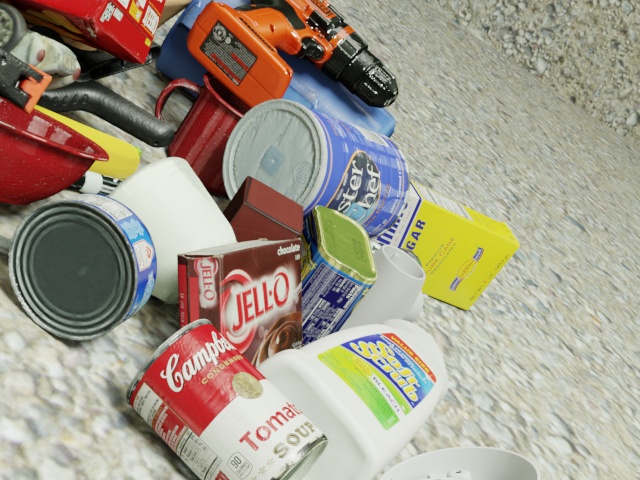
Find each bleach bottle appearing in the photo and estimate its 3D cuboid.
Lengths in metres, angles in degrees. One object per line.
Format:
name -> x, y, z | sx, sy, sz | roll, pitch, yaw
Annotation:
bleach bottle -> 0.033, 0.100, 0.765 | 0.102, 0.068, 0.250 | 47, 21, 7

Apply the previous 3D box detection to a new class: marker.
marker -> -0.159, -0.039, 0.832 | 0.120, 0.020, 0.020 | 16, 28, -40

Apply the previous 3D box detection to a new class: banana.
banana -> -0.215, -0.084, 0.825 | 0.197, 0.037, 0.070 | 22, 1, -36

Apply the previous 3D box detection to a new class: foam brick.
foam brick -> -0.055, 0.001, 0.822 | 0.051, 0.078, 0.053 | 30, 24, -15

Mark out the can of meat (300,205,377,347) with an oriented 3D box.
can of meat -> -0.003, 0.031, 0.829 | 0.057, 0.084, 0.102 | 28, 22, -18

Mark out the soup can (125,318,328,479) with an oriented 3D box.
soup can -> -0.054, 0.104, 0.619 | 0.102, 0.069, 0.068 | 42, 22, 15

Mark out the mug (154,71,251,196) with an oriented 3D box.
mug -> -0.096, -0.100, 0.968 | 0.117, 0.082, 0.093 | 30, 22, -15

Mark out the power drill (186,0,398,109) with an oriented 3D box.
power drill -> -0.025, -0.175, 0.998 | 0.184, 0.057, 0.187 | 42, 31, 7

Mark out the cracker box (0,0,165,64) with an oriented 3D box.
cracker box -> -0.241, -0.211, 0.824 | 0.213, 0.072, 0.164 | 18, 0, 3

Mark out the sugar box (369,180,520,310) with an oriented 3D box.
sugar box -> 0.099, 0.000, 1.037 | 0.176, 0.093, 0.048 | 20, 26, -33

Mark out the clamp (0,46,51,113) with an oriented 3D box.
clamp -> -0.270, -0.146, 0.670 | 0.210, 0.036, 0.164 | 29, -6, 4

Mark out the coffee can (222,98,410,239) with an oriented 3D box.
coffee can -> -0.001, -0.057, 0.918 | 0.103, 0.103, 0.140 | 48, 20, 29

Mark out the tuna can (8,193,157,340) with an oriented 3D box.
tuna can -> -0.143, 0.015, 0.648 | 0.086, 0.086, 0.033 | 38, 20, 6

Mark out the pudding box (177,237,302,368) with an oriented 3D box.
pudding box -> -0.051, 0.047, 0.713 | 0.039, 0.090, 0.113 | 2, 7, 24

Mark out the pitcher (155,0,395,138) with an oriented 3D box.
pitcher -> -0.044, -0.158, 1.109 | 0.243, 0.145, 0.149 | 40, 48, 3

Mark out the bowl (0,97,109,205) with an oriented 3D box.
bowl -> -0.225, -0.068, 0.708 | 0.162, 0.055, 0.162 | 27, 5, -3

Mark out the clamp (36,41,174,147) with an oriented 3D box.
clamp -> -0.201, -0.129, 0.897 | 0.171, 0.039, 0.120 | -2, 49, -29
